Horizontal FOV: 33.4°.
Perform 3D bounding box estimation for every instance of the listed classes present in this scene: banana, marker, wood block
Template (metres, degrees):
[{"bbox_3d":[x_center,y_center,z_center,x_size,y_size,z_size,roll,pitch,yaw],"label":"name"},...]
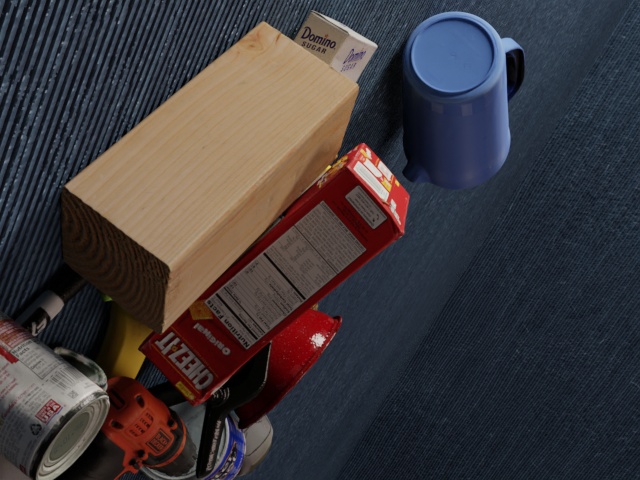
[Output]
[{"bbox_3d":[-0.169,0.087,0.868,0.069,0.037,0.198,-21,147,-38],"label":"banana"},{"bbox_3d":[-0.200,0.061,0.716,0.121,0.020,0.020,-49,166,-25],"label":"marker"},{"bbox_3d":[-0.075,-0.047,0.739,0.205,0.091,0.090,-47,166,-33],"label":"wood block"}]

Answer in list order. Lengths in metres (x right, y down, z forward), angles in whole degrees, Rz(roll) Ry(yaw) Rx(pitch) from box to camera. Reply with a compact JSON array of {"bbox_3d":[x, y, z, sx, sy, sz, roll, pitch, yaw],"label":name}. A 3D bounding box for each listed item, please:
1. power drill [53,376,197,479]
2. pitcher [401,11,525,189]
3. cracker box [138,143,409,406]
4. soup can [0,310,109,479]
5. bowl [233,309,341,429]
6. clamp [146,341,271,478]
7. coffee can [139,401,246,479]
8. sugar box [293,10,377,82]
[{"bbox_3d":[-0.192,0.210,0.899,0.187,0.057,0.184,-47,153,-13],"label":"power drill"},{"bbox_3d":[0.161,-0.165,1.218,0.243,0.145,0.149,66,29,-72],"label":"pitcher"},{"bbox_3d":[-0.029,0.022,0.853,0.214,0.072,0.164,-41,-175,12],"label":"cracker box"},{"bbox_3d":[-0.188,0.091,0.650,0.068,0.102,0.068,-51,167,-18],"label":"soup can"},{"bbox_3d":[-0.051,0.124,1.140,0.162,0.055,0.162,-46,-174,5],"label":"bowl"},{"bbox_3d":[-0.115,0.139,1.015,0.171,0.120,0.039,-56,-153,10],"label":"clamp"},{"bbox_3d":[-0.139,0.214,1.138,0.102,0.103,0.140,-53,167,-11],"label":"coffee can"},{"bbox_3d":[-0.024,-0.101,0.890,0.176,0.048,0.093,-61,167,11],"label":"sugar box"}]
